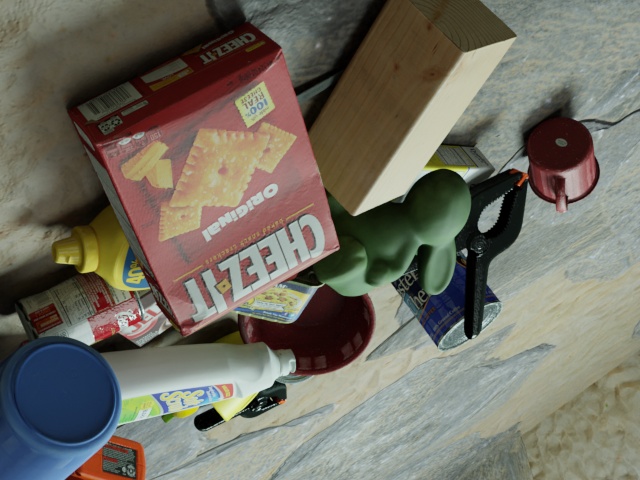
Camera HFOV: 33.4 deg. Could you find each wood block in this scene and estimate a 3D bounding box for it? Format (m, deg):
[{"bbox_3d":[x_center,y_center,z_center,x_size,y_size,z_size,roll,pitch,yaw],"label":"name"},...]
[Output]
[{"bbox_3d":[0.074,-0.131,0.984,0.090,0.090,0.206,-23,155,-46],"label":"wood block"}]

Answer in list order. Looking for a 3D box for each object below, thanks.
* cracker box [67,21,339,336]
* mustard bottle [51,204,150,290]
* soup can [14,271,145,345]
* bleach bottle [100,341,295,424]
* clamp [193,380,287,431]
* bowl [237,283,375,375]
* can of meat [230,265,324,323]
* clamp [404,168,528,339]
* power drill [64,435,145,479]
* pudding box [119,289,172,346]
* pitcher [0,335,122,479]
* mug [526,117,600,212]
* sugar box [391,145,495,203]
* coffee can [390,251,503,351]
[{"bbox_3d":[-0.087,-0.046,0.877,0.164,0.072,0.213,-29,131,-14],"label":"cracker box"},{"bbox_3d":[-0.145,0.000,0.958,0.191,0.058,0.096,-7,135,-29],"label":"mustard bottle"},{"bbox_3d":[-0.225,0.066,0.999,0.102,0.068,0.068,-25,154,-20],"label":"soup can"},{"bbox_3d":[-0.146,0.151,1.194,0.250,0.068,0.103,-7,149,-23],"label":"bleach bottle"},{"bbox_3d":[-0.091,0.213,1.486,0.120,0.039,0.171,-42,162,26],"label":"clamp"},{"bbox_3d":[-0.016,0.081,1.260,0.162,0.055,0.162,1,122,1],"label":"bowl"},{"bbox_3d":[-0.054,0.042,1.154,0.102,0.057,0.084,14,139,-16],"label":"can of meat"},{"bbox_3d":[0.186,0.010,1.279,0.164,0.036,0.210,41,88,-28],"label":"clamp"},{"bbox_3d":[-0.303,0.264,1.192,0.188,0.057,0.184,-25,147,33],"label":"power drill"},{"bbox_3d":[-0.165,0.055,1.093,0.113,0.039,0.090,-35,156,0],"label":"pudding box"},{"bbox_3d":[-0.285,0.170,0.961,0.148,0.145,0.243,-5,158,-40],"label":"pitcher"},{"bbox_3d":[0.304,-0.093,1.350,0.093,0.117,0.081,2,157,17],"label":"mug"},{"bbox_3d":[0.120,-0.066,1.235,0.175,0.048,0.093,-6,143,-54],"label":"sugar box"},{"bbox_3d":[0.156,0.059,1.395,0.102,0.140,0.103,-28,155,-15],"label":"coffee can"}]
